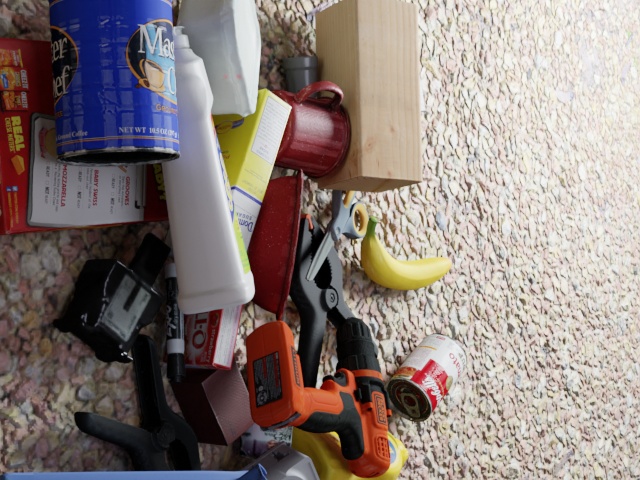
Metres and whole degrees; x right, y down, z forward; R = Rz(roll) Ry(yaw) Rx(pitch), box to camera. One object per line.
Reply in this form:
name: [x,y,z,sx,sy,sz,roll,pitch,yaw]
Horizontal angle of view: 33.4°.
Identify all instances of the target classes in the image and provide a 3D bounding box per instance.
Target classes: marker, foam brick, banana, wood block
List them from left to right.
marker: [-0.144,0.082,1.056,0.020,0.020,0.121,19,60,-47]
foam brick: [-0.108,0.163,1.090,0.052,0.051,0.078,-36,114,-43]
wood block: [0.055,-0.165,1.219,0.090,0.091,0.206,2,83,-32]
banana: [0.101,0.031,1.333,0.070,0.037,0.197,-51,144,10]

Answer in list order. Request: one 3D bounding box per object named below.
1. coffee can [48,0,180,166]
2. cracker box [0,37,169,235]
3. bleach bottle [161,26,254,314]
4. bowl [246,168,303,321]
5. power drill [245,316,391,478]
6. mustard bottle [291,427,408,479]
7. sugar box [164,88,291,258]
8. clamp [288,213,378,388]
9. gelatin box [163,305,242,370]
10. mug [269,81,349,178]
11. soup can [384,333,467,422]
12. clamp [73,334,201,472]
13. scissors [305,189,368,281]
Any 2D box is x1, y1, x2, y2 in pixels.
coffee can: [-0.171,-0.137,0.886,0.102,0.103,0.140,-1,87,-49]
cracker box: [-0.218,-0.092,0.964,0.213,0.072,0.164,-7,93,-49]
bleach bottle: [-0.114,-0.066,0.957,0.102,0.068,0.251,-104,-176,-86]
bowl: [-0.057,0.001,1.116,0.055,0.162,0.162,8,79,-6]
power drill: [0.003,0.146,1.122,0.187,0.057,0.184,27,45,-44]
mustard bottle: [0.038,0.246,1.221,0.191,0.096,0.058,13,108,-49]
sugar box: [-0.096,-0.063,1.084,0.048,0.094,0.176,34,62,-36]
clamp: [-0.004,0.076,1.220,0.164,0.036,0.210,-36,113,-53]
gelatin box: [-0.116,0.083,1.068,0.030,0.073,0.089,23,71,-46]
mug: [-0.022,-0.127,1.163,0.081,0.117,0.093,7,45,-43]
soup can: [0.134,0.173,1.354,0.102,0.069,0.068,-43,119,-42]
clamp: [-0.161,0.178,1.040,0.171,0.039,0.120,58,47,-34]
scissors: [0.023,-0.001,1.242,0.096,0.016,0.201,59,34,-40]
